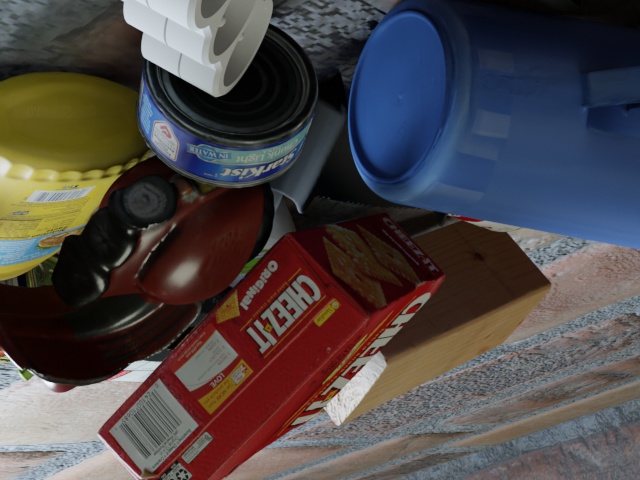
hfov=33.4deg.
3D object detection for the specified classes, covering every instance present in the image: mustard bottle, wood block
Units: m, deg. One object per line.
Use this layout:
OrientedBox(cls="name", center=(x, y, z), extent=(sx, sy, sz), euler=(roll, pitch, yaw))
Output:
OrientedBox(cls="mustard bottle", center=(-0.172, -0.023, 0.599), extent=(0.096, 0.058, 0.192), euler=(-9, 161, -37))
OrientedBox(cls="wood block", center=(0.078, 0.057, 0.860), extent=(0.205, 0.091, 0.090), euler=(-18, 151, -41))

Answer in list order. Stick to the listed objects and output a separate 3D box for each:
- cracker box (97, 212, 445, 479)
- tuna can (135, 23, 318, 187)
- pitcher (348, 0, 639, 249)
OrientedBox(cls="cracker box", center=(-0.017, 0.066, 0.659), extent=(0.164, 0.072, 0.213), euler=(-46, 170, 15))
OrientedBox(cls="tuna can", center=(-0.045, -0.070, 0.515), extent=(0.086, 0.086, 0.034), euler=(-7, 150, -20))
OrientedBox(cls="pitcher", center=(0.147, -0.065, 0.592), extent=(0.242, 0.145, 0.149), euler=(5, 126, -30))
